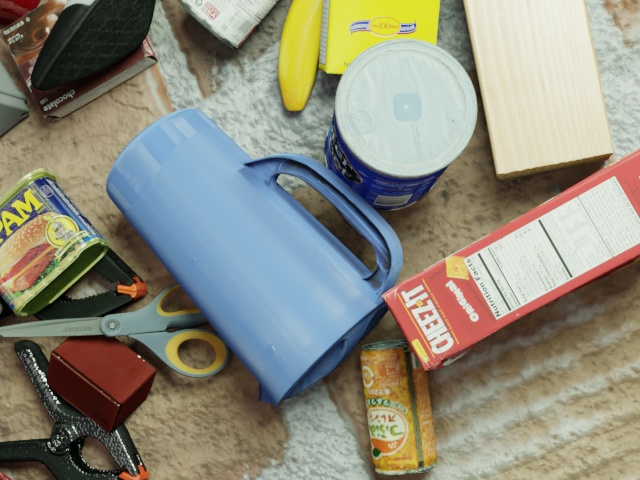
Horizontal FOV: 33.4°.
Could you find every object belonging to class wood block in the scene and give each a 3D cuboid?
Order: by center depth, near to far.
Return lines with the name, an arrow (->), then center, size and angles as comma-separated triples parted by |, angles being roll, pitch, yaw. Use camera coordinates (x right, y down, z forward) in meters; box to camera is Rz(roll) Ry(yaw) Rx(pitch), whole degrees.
wood block -> 0.166, -0.158, 0.844 | 0.091, 0.090, 0.206 | -11, 88, 12

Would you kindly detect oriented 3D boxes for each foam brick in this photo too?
foam brick -> -0.193, 0.119, 0.936 | 0.078, 0.051, 0.053 | 36, 138, 8

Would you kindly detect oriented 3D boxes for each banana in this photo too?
banana -> 0.014, -0.204, 0.902 | 0.070, 0.037, 0.198 | 41, 99, 10

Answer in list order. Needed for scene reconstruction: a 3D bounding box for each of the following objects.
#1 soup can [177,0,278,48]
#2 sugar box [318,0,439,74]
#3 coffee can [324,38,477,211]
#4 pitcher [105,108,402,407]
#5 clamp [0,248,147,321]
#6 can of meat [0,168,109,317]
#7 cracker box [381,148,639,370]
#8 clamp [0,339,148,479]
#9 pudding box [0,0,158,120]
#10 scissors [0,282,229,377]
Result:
soup can -> -0.064, -0.221, 0.903 | 0.068, 0.068, 0.102 | 43, 99, 8
sugar box -> 0.051, -0.223, 0.862 | 0.093, 0.048, 0.176 | 1, 106, -10
coffee can -> 0.058, -0.085, 0.830 | 0.102, 0.140, 0.103 | 0, 81, -3
pitcher -> -0.056, 0.001, 0.876 | 0.149, 0.145, 0.243 | -40, 79, -18
clamp -> -0.259, 0.018, 0.965 | 0.210, 0.036, 0.164 | 2, 92, 12
can of meat -> -0.245, 0.004, 0.916 | 0.102, 0.057, 0.084 | -42, 81, 1
cracker box -> 0.165, 0.016, 0.810 | 0.214, 0.164, 0.072 | -30, 83, 11
clamp -> -0.238, 0.183, 0.963 | 0.171, 0.039, 0.120 | 36, 100, 14
pudding box -> -0.214, -0.173, 0.951 | 0.113, 0.039, 0.090 | -29, 85, 11
scissors -> -0.166, 0.090, 0.918 | 0.201, 0.016, 0.096 | -18, 86, -12
